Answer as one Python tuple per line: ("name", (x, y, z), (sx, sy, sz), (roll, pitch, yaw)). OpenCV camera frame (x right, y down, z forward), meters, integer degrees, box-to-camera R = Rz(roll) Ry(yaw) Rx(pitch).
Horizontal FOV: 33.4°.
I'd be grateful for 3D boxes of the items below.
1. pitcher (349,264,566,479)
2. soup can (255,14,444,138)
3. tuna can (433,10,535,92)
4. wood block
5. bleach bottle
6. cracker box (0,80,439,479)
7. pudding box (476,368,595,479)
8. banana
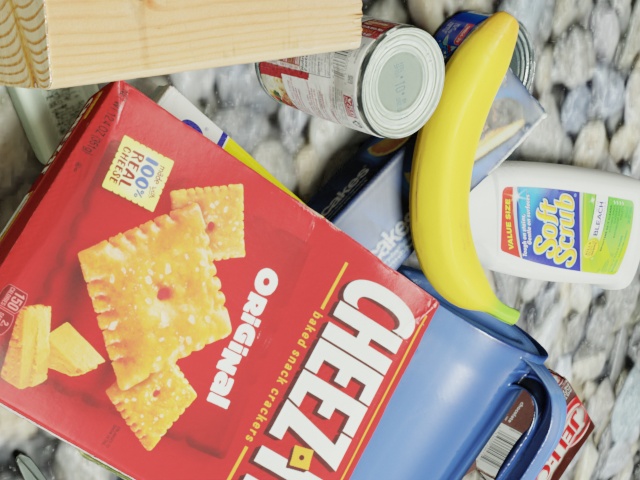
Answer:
("pitcher", (0.050, 0.147, 0.743), (0.145, 0.149, 0.243), (28, 98, -8))
("soup can", (0.017, -0.105, 0.649), (0.068, 0.102, 0.068), (-16, 117, -35))
("tuna can", (0.114, -0.122, 0.772), (0.085, 0.034, 0.086), (-17, 118, -35))
("wood block", (-0.078, -0.134, 0.535), (0.205, 0.090, 0.091), (-18, 112, -46))
("bleach bottle", (0.154, -0.011, 0.835), (0.250, 0.068, 0.102), (1, 107, -38))
("cracker box", (-0.065, 0.046, 0.551), (0.213, 0.072, 0.164), (34, 74, -19))
("pudding box", (0.193, 0.183, 0.963), (0.113, 0.039, 0.090), (-50, 132, -13))
("banana", (0.088, -0.040, 0.662), (0.069, 0.037, 0.198), (-8, 106, -21))
